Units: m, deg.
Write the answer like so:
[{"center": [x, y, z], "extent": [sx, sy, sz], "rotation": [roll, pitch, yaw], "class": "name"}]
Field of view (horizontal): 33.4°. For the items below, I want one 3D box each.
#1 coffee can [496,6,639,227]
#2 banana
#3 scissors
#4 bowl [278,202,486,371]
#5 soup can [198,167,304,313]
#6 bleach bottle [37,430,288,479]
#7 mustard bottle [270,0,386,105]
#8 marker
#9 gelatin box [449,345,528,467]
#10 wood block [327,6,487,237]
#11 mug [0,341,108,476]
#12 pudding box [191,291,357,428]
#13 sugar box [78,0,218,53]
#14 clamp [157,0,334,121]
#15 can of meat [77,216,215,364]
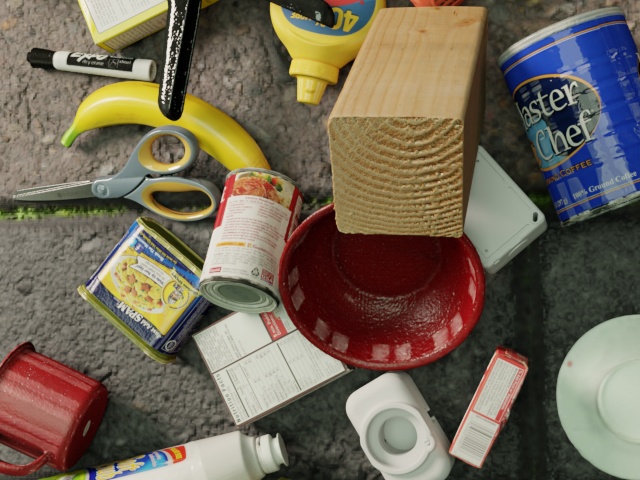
[{"center": [0.208, -0.093, 0.819], "extent": [0.103, 0.102, 0.140], "rotation": [-21, 84, 11], "class": "coffee can"}, {"center": [-0.131, -0.100, 0.929], "extent": [0.198, 0.037, 0.070], "rotation": [12, 115, 14], "class": "banana"}, {"center": [-0.182, -0.063, 0.931], "extent": [0.202, 0.016, 0.096], "rotation": [10, 119, 12], "class": "scissors"}, {"center": [0.050, 0.023, 0.844], "extent": [0.162, 0.055, 0.162], "rotation": [4, 121, 7], "class": "bowl"}, {"center": [-0.056, 0.001, 0.873], "extent": [0.068, 0.068, 0.102], "rotation": [7, 65, 12], "class": "soup can"}, {"center": [-0.149, 0.210, 0.900], "extent": [0.251, 0.102, 0.068], "rotation": [-18, 92, 5], "class": "bleach bottle"}, {"center": [0.009, -0.208, 0.888], "extent": [0.096, 0.058, 0.191], "rotation": [12, 92, 5], "class": "mustard bottle"}, {"center": [-0.206, -0.158, 0.952], "extent": [0.121, 0.020, 0.020], "rotation": [8, 90, 12], "class": "marker"}, {"center": [0.135, 0.130, 0.844], "extent": [0.030, 0.073, 0.089], "rotation": [26, 93, 10], "class": "gelatin box"}, {"center": [0.071, -0.095, 0.788], "extent": [0.090, 0.206, 0.091], "rotation": [2, 123, 12], "class": "wood block"}, {"center": [-0.240, 0.152, 0.907], "extent": [0.081, 0.117, 0.093], "rotation": [23, 130, 7], "class": "mug"}, {"center": [-0.039, 0.094, 0.901], "extent": [0.113, 0.039, 0.090], "rotation": [-28, 83, 12], "class": "pudding box"}, {"center": [-0.128, -0.243, 0.926], "extent": [0.176, 0.048, 0.093], "rotation": [-23, 84, 7], "class": "sugar box"}, {"center": [-0.088, -0.222, 0.872], "extent": [0.165, 0.036, 0.210], "rotation": [-21, 82, 16], "class": "clamp"}, {"center": [-0.141, 0.041, 0.915], "extent": [0.102, 0.057, 0.084], "rotation": [40, 95, 11], "class": "can of meat"}]
